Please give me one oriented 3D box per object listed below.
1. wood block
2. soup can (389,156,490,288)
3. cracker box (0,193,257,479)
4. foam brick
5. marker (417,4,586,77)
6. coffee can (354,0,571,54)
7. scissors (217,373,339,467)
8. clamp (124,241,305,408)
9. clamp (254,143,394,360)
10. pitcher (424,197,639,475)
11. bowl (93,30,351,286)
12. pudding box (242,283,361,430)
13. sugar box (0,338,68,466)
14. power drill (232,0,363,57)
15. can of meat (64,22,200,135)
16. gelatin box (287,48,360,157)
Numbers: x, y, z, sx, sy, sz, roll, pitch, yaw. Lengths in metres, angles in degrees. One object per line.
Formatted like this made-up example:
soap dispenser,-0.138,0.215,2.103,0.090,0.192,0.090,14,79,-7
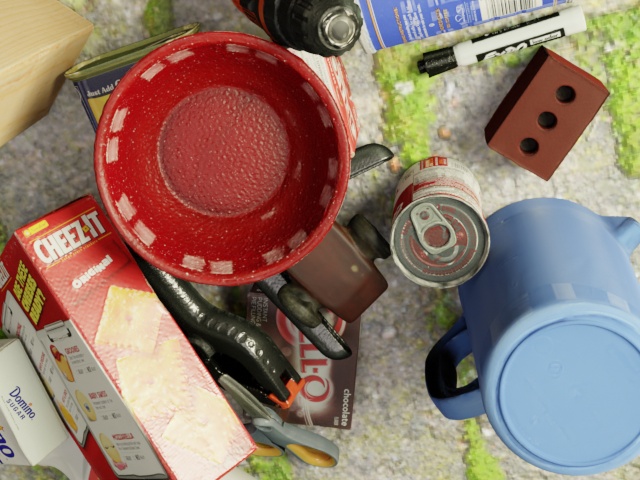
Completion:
wood block,-0.238,-0.115,0.712,0.091,0.206,0.090,32,110,-6
soup can,0.085,-0.016,0.770,0.068,0.102,0.068,2,110,5
cracker box,-0.154,0.091,0.784,0.214,0.072,0.164,57,149,1
foam brick,0.159,-0.091,0.762,0.053,0.051,0.078,30,110,-5
marker,0.128,-0.141,0.764,0.121,0.020,0.020,-15,108,11
coffee can,0.086,-0.190,0.706,0.140,0.102,0.103,-13,108,10
scissors,-0.055,0.141,0.826,0.096,0.016,0.201,-6,150,32
clamp,-0.094,0.075,0.820,0.171,0.039,0.120,40,149,0
clamp,-0.055,0.001,0.810,0.210,0.036,0.164,5,89,7
pitcher,0.151,0.065,0.717,0.145,0.242,0.149,11,105,5
bowl,-0.063,-0.054,0.694,0.162,0.055,0.162,-1,101,-4
pudding box,-0.014,0.091,0.853,0.090,0.039,0.113,5,110,5
sugar box,-0.285,0.129,0.851,0.177,0.048,0.093,-7,113,43
power drill,-0.060,-0.194,0.659,0.057,0.185,0.187,-44,119,-1
can of meat,-0.123,-0.103,0.785,0.102,0.057,0.084,-17,109,11
gelatin box,0.003,-0.106,0.761,0.030,0.073,0.089,-14,108,11
